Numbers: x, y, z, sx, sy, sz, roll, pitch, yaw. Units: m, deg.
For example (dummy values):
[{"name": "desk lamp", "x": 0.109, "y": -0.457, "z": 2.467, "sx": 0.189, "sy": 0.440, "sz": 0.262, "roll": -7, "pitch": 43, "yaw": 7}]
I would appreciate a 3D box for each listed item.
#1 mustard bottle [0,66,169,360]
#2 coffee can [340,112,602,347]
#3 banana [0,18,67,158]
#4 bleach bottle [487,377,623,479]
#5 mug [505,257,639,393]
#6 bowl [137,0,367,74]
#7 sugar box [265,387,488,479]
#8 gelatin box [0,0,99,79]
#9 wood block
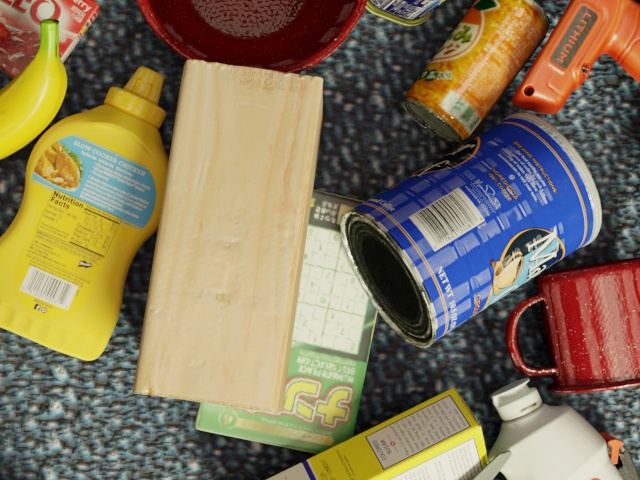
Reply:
[{"name": "mustard bottle", "x": -0.151, "y": -0.025, "z": 0.704, "sx": 0.096, "sy": 0.058, "sz": 0.191, "roll": 25, "pitch": 88, "yaw": -7}, {"name": "coffee can", "x": 0.099, "y": -0.008, "z": 0.709, "sx": 0.140, "sy": 0.103, "sz": 0.103, "roll": -31, "pitch": 96, "yaw": -17}, {"name": "banana", "x": -0.240, "y": -0.076, "z": 0.689, "sx": 0.198, "sy": 0.037, "sz": 0.069, "roll": -22, "pitch": 106, "yaw": 8}, {"name": "bleach bottle", "x": 0.176, "y": 0.216, "z": 0.723, "sx": 0.102, "sy": 0.068, "sz": 0.251, "roll": -26, "pitch": 86, "yaw": 5}, {"name": "mug", "x": 0.186, "y": 0.059, "z": 0.744, "sx": 0.117, "sy": 0.093, "sz": 0.081, "roll": -10, "pitch": 88, "yaw": -3}, {"name": "bowl", "x": -0.047, "y": -0.184, "z": 0.717, "sx": 0.162, "sy": 0.055, "sz": 0.162, "roll": 0, "pitch": 90, "yaw": -7}, {"name": "sugar box", "x": 0.028, "y": 0.176, "z": 0.723, "sx": 0.176, "sy": 0.048, "sz": 0.093, "roll": -23, "pitch": 132, "yaw": -6}, {"name": "gelatin box", "x": -0.204, "y": -0.151, "z": 0.708, "sx": 0.089, "sy": 0.030, "sz": 0.073, "roll": 35, "pitch": 86, "yaw": -8}, {"name": "wood block", "x": -0.055, "y": 0.001, "z": 0.684, "sx": 0.090, "sy": 0.091, "sz": 0.206, "roll": 8, "pitch": 82, "yaw": 0}]
